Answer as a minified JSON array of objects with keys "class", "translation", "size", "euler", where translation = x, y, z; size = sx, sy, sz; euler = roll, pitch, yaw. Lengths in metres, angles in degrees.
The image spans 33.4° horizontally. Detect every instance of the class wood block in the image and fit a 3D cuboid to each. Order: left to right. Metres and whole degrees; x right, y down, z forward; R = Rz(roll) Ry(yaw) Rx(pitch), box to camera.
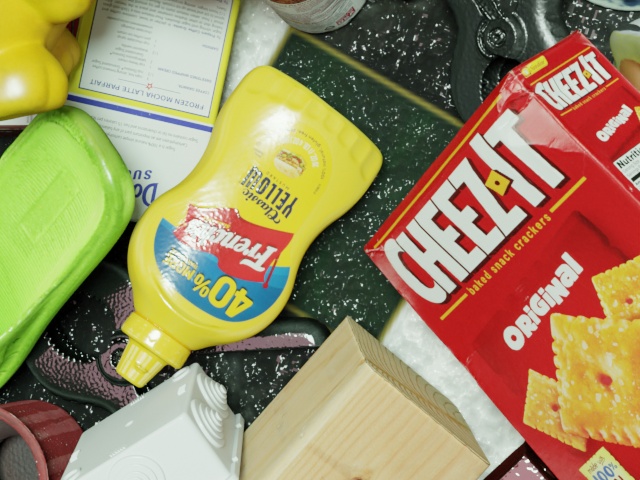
[{"class":"wood block","translation":[-0.015,0.157,0.594],"size":[0.090,0.090,0.206],"euler":[40,96,-13]}]

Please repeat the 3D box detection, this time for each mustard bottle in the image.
[{"class":"mustard bottle","translation":[-0.054,0.001,0.613],"size":[0.096,0.058,0.191],"euler":[37,81,-12]}]

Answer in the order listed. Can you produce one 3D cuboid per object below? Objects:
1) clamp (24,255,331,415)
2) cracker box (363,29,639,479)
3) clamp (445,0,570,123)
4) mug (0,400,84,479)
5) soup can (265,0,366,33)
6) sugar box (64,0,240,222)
[{"class":"clamp","translation":[-0.118,0.082,0.659],"size":[0.210,0.036,0.164],"euler":[26,93,8]},{"class":"cracker box","translation":[0.140,0.030,0.543],"size":[0.214,0.072,0.164],"euler":[49,140,11]},{"class":"clamp","translation":[0.099,-0.123,0.609],"size":[0.120,0.039,0.171],"euler":[13,108,41]},{"class":"mug","translation":[-0.195,0.152,0.649],"size":[0.093,0.081,0.117],"euler":[18,91,12]},{"class":"soup can","translation":[-0.010,-0.163,0.613],"size":[0.068,0.102,0.068],"euler":[0,88,12]},{"class":"sugar box","translation":[-0.105,-0.100,0.647],"size":[0.093,0.048,0.176],"euler":[13,93,-11]}]
